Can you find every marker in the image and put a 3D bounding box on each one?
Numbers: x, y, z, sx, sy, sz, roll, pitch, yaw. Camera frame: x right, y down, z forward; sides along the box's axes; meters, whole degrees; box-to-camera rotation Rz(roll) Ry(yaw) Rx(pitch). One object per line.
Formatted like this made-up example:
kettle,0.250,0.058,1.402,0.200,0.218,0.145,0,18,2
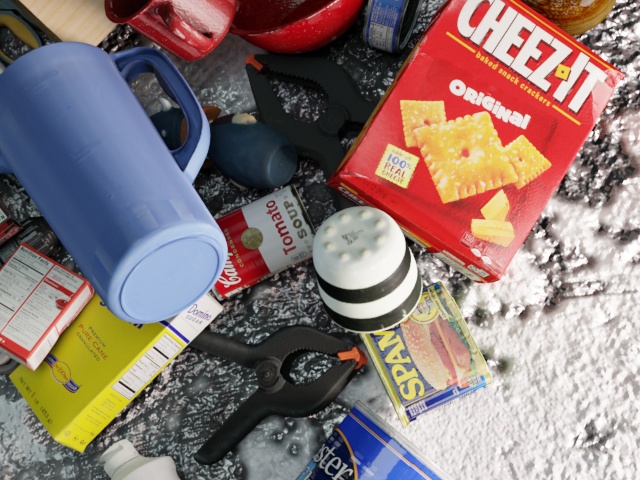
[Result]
marker,-0.280,-0.052,1.005,0.121,0.020,0.020,37,84,14

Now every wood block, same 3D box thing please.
wood block,-0.186,-0.270,0.994,0.090,0.091,0.206,44,85,-15

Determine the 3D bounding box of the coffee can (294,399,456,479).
coffee can,0.026,0.214,0.853,0.103,0.103,0.140,38,84,15

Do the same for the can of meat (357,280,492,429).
can of meat,0.086,0.094,0.899,0.084,0.057,0.102,-25,74,-1

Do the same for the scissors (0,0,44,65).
scissors,-0.322,-0.252,1.062,0.096,0.016,0.202,-38,75,-4

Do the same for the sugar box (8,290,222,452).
sugar box,-0.179,0.088,0.929,0.176,0.048,0.093,-47,53,-3

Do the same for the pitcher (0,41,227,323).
pitcher,-0.171,-0.055,0.899,0.243,0.144,0.149,51,129,32

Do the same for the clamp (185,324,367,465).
clamp,-0.048,0.109,0.918,0.171,0.039,0.120,-23,78,9

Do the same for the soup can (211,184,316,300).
soup can,-0.056,0.001,0.936,0.102,0.068,0.068,-25,74,0

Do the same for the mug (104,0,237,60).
mug,-0.123,-0.203,0.922,0.093,0.081,0.117,-47,43,14

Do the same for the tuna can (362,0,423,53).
tuna can,0.068,-0.213,0.961,0.034,0.086,0.086,19,79,10

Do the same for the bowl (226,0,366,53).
bowl,-0.014,-0.220,0.969,0.162,0.055,0.162,-18,41,16

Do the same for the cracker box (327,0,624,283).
cracker box,0.132,-0.095,0.907,0.164,0.072,0.213,33,83,-6

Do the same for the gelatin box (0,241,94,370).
gelatin box,-0.251,0.056,0.918,0.073,0.030,0.089,28,65,13

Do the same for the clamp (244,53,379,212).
clamp,0.023,-0.109,0.967,0.164,0.036,0.210,-45,79,-6
